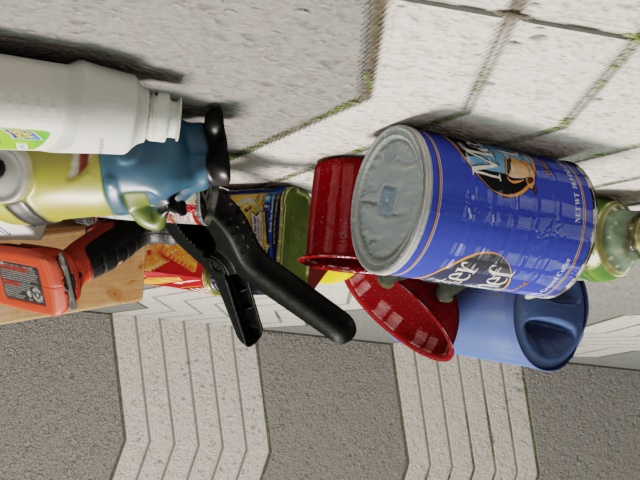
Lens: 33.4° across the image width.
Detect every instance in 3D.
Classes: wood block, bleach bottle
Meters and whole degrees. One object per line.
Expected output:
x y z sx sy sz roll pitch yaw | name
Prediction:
-0.285 0.021 1.066 0.205 0.090 0.091 -8 -162 -45 | wood block
-0.212 -0.085 0.649 0.250 0.068 0.103 5 174 -12 | bleach bottle

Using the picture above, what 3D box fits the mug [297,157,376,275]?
0.041 -0.017 0.864 0.117 0.081 0.093 13 169 -39 | mug

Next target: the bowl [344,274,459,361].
0.100 0.061 1.192 0.162 0.055 0.162 39 162 15 | bowl

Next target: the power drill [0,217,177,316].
-0.210 -0.003 0.949 0.185 0.057 0.187 6 -153 36 | power drill

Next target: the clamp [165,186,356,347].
-0.078 0.016 0.897 0.210 0.036 0.165 48 150 -12 | clamp

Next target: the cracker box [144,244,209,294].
-0.175 0.021 1.276 0.213 0.072 0.164 10 171 -32 | cracker box

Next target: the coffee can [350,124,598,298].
0.106 -0.018 0.748 0.140 0.103 0.103 9 171 -24 | coffee can

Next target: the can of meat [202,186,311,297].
-0.056 0.001 0.982 0.084 0.102 0.057 -2 168 31 | can of meat

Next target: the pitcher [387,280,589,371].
0.180 0.073 1.270 0.144 0.149 0.243 -11 -173 -39 | pitcher
